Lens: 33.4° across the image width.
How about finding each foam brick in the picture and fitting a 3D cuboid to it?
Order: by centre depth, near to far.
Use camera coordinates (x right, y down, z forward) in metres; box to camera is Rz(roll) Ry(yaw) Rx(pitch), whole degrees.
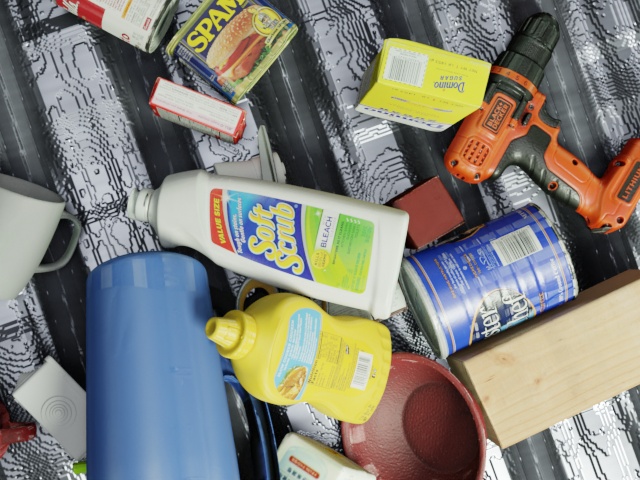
[{"bbox_3d":[0.096,-0.026,1.018,0.053,0.078,0.051,-31,92,-4],"label":"foam brick"}]

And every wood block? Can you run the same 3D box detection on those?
[{"bbox_3d":[0.237,0.109,1.018,0.206,0.091,0.090,-25,91,-4],"label":"wood block"}]

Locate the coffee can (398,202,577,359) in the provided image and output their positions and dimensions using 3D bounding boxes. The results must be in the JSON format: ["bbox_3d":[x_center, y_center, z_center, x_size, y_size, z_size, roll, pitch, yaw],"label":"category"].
[{"bbox_3d":[0.155,0.038,1.008,0.140,0.103,0.103,-23,90,-4],"label":"coffee can"}]

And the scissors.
[{"bbox_3d":[-0.057,0.001,1.001,0.096,0.016,0.202,-24,90,-6],"label":"scissors"}]

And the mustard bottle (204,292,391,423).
[{"bbox_3d":[-0.022,0.098,0.936,0.191,0.058,0.096,22,81,-41],"label":"mustard bottle"}]

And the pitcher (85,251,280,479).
[{"bbox_3d":[-0.130,0.138,0.917,0.145,0.149,0.243,-14,68,14],"label":"pitcher"}]

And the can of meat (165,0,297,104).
[{"bbox_3d":[-0.083,-0.192,1.021,0.084,0.057,0.102,40,87,-5],"label":"can of meat"}]

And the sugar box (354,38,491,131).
[{"bbox_3d":[0.088,-0.137,0.971,0.093,0.176,0.048,14,86,-3],"label":"sugar box"}]

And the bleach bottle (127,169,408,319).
[{"bbox_3d":[-0.051,-0.003,0.963,0.251,0.068,0.102,11,91,6],"label":"bleach bottle"}]

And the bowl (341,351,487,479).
[{"bbox_3d":[0.098,0.181,1.002,0.162,0.055,0.162,5,97,39],"label":"bowl"}]

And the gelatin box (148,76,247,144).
[{"bbox_3d":[-0.114,-0.121,1.008,0.089,0.073,0.030,20,88,-3],"label":"gelatin box"}]

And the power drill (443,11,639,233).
[{"bbox_3d":[0.237,-0.107,1.042,0.187,0.057,0.184,30,87,-1],"label":"power drill"}]

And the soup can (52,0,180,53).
[{"bbox_3d":[-0.192,-0.230,1.009,0.102,0.068,0.068,28,87,-4],"label":"soup can"}]
